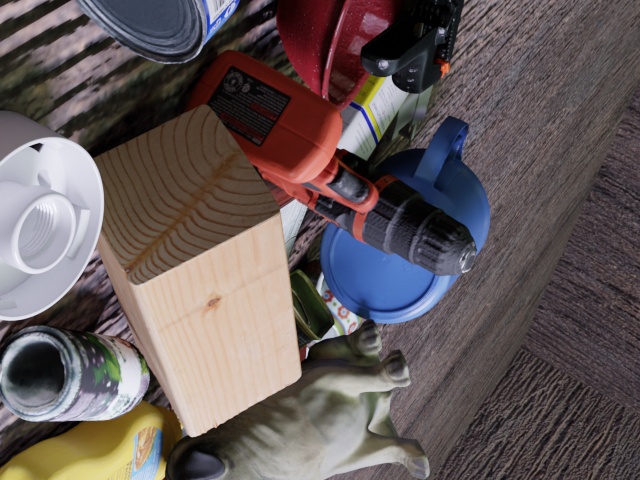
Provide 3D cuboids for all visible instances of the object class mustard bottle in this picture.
[{"bbox_3d":[-0.155,0.162,0.756,0.191,0.058,0.096,-27,138,-61],"label":"mustard bottle"}]

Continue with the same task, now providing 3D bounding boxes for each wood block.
[{"bbox_3d":[-0.075,0.028,0.658,0.090,0.090,0.206,-28,151,-15],"label":"wood block"}]

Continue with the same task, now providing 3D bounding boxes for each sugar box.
[{"bbox_3d":[0.037,-0.122,0.871,0.176,0.048,0.093,-55,164,-5],"label":"sugar box"}]

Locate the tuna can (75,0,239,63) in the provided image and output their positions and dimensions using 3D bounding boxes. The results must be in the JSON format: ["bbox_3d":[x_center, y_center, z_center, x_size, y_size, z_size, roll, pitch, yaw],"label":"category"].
[{"bbox_3d":[-0.077,-0.122,0.471,0.033,0.086,0.086,-53,162,-27],"label":"tuna can"}]

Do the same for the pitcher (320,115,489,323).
[{"bbox_3d":[0.080,-0.016,0.949,0.145,0.149,0.242,-21,-175,15],"label":"pitcher"}]

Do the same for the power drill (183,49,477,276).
[{"bbox_3d":[0.006,-0.044,0.703,0.057,0.185,0.187,-59,153,-4],"label":"power drill"}]

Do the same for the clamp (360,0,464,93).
[{"bbox_3d":[0.080,-0.169,0.753,0.164,0.036,0.210,-66,169,-1],"label":"clamp"}]

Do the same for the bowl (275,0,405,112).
[{"bbox_3d":[0.016,-0.166,0.696,0.162,0.055,0.162,-61,170,-20],"label":"bowl"}]
